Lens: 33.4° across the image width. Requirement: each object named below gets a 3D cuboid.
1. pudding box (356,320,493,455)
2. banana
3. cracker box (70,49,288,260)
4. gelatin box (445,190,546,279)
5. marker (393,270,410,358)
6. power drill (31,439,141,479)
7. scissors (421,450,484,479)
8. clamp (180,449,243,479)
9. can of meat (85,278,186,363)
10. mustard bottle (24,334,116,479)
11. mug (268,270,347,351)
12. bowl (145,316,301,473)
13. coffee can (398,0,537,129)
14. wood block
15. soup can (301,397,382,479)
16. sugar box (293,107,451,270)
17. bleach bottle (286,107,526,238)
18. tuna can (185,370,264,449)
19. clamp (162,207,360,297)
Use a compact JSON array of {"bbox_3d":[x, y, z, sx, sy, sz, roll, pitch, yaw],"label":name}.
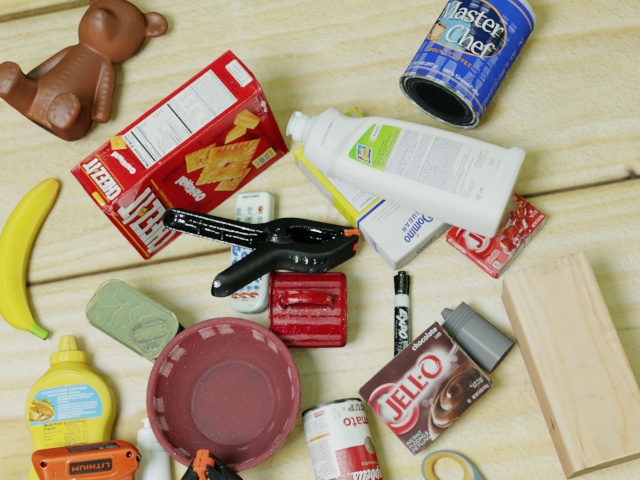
[{"bbox_3d":[0.108,0.153,1.112,0.113,0.039,0.090,-43,86,2],"label":"pudding box"},{"bbox_3d":[-0.343,0.020,1.234,0.069,0.037,0.198,2,73,-10],"label":"banana"},{"bbox_3d":[-0.146,-0.087,1.175,0.213,0.164,0.072,-39,70,-6],"label":"cracker box"},{"bbox_3d":[0.193,-0.013,1.177,0.073,0.030,0.089,39,80,17],"label":"gelatin box"},{"bbox_3d":[0.088,0.091,1.162,0.020,0.020,0.121,-1,72,7],"label":"marker"},{"bbox_3d":[-0.244,0.300,1.064,0.184,0.057,0.188,-4,92,-24],"label":"power drill"},{"bbox_3d":[0.189,0.257,1.097,0.202,0.016,0.096,-8,71,4],"label":"scissors"},{"bbox_3d":[-0.093,0.282,1.067,0.120,0.171,0.039,-2,34,-4],"label":"clamp"},{"bbox_3d":[-0.195,0.095,1.163,0.102,0.084,0.057,29,77,15],"label":"can of meat"},{"bbox_3d":[-0.269,0.196,1.153,0.096,0.058,0.191,-8,71,3],"label":"mustard bottle"},{"bbox_3d":[-0.013,0.071,1.134,0.081,0.117,0.093,0,72,2],"label":"mug"},{"bbox_3d":[-0.096,0.163,1.105,0.162,0.055,0.162,-2,72,7],"label":"bowl"},{"bbox_3d":[0.167,-0.212,1.208,0.103,0.103,0.140,28,78,15],"label":"coffee can"},{"bbox_3d":[0.261,0.128,1.091,0.090,0.091,0.206,-17,71,2],"label":"wood block"},{"bbox_3d":[0.023,0.221,1.102,0.068,0.068,0.102,-15,71,2],"label":"soup can"},{"bbox_3d":[0.061,-0.059,1.202,0.093,0.048,0.176,-38,74,-9],"label":"sugar box"},{"bbox_3d":[0.086,-0.091,1.155,0.251,0.068,0.102,21,65,10],"label":"bleach bottle"},{"bbox_3d":[-0.101,0.184,1.148,0.086,0.033,0.086,-2,72,6],"label":"tuna can"},{"bbox_3d":[-0.057,0.001,1.140,0.209,0.036,0.165,-7,32,-33],"label":"clamp"}]
